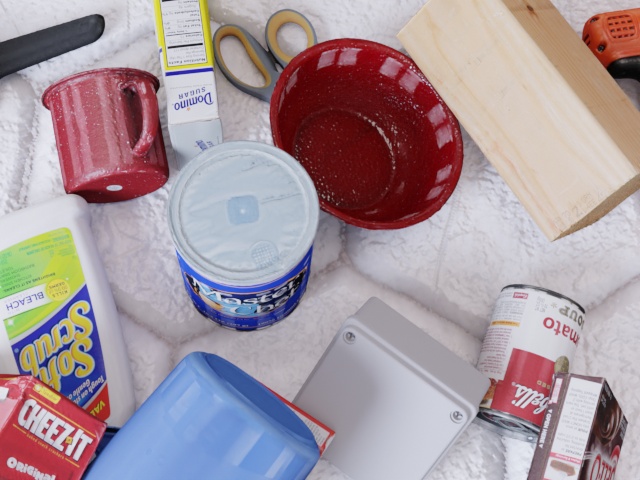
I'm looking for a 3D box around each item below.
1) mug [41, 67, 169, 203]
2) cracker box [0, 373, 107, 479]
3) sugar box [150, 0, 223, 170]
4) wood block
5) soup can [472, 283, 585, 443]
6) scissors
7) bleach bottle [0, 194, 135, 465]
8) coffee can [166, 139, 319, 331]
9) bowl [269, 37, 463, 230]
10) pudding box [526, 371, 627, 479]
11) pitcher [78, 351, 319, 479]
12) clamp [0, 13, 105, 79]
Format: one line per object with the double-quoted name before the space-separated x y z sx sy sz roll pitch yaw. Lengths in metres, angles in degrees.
"mug" -0.156 -0.082 0.818 0.093 0.117 0.081 -2 74 -41
"cracker box" -0.247 0.187 0.658 0.072 0.164 0.213 43 58 -32
"sugar box" -0.107 -0.155 0.851 0.048 0.093 0.176 -10 74 -6
"wood block" 0.167 -0.112 0.834 0.090 0.090 0.206 -17 68 -51
"soup can" 0.152 0.092 0.795 0.068 0.068 0.102 20 73 4
"scissors" -0.007 -0.115 0.883 0.096 0.016 0.202 -41 78 -14
"bleach bottle" -0.178 0.098 0.783 0.102 0.068 0.251 -21 77 -12
"coffee can" -0.055 0.001 0.777 0.103 0.140 0.103 1 72 -3
"bowl" 0.029 -0.075 0.838 0.162 0.055 0.162 8 68 -19
"pudding box" 0.183 0.152 0.755 0.039 0.113 0.090 8 69 30
"pitcher" -0.121 0.187 0.681 0.149 0.145 0.243 38 90 -17
"clamp" -0.303 -0.152 0.870 0.164 0.036 0.210 38 75 9
